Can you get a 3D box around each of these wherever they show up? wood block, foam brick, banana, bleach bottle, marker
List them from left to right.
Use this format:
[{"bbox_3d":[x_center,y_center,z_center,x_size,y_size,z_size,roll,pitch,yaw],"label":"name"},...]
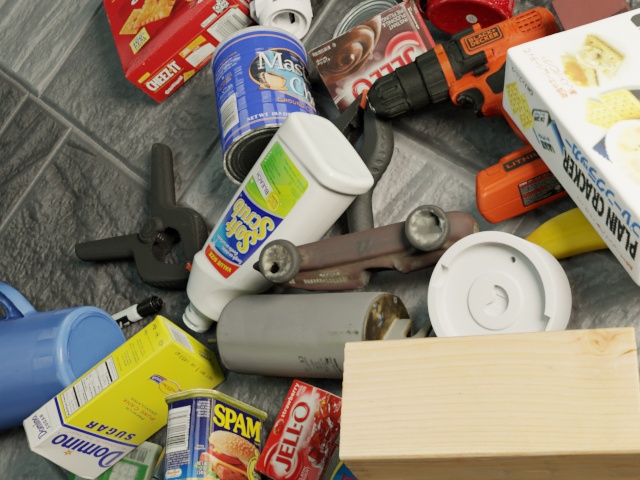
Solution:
[{"bbox_3d":[-0.220,0.088,1.165,0.121,0.020,0.020,-25,52,27],"label":"marker"},{"bbox_3d":[-0.057,0.001,1.023,0.251,0.067,0.103,-53,52,28],"label":"bleach bottle"},{"bbox_3d":[0.125,0.125,0.772,0.206,0.090,0.091,-5,61,16],"label":"wood block"},{"bbox_3d":[0.240,-0.178,0.902,0.053,0.078,0.051,-30,49,22],"label":"foam brick"},{"bbox_3d":[0.246,-0.001,0.824,0.198,0.037,0.069,14,73,43],"label":"banana"}]

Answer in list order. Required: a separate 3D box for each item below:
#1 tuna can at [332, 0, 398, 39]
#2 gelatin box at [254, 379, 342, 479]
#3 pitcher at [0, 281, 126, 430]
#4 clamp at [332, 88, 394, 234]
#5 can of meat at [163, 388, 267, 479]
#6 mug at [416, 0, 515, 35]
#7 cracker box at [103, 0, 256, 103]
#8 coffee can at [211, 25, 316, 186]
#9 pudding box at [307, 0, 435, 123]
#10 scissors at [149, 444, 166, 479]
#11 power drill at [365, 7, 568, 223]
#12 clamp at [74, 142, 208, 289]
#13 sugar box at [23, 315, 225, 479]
[{"bbox_3d":[0.055,-0.206,1.099,0.086,0.033,0.086,-20,55,30],"label":"tuna can"},{"bbox_3d":[-0.009,0.175,0.936,0.073,0.030,0.089,16,76,43],"label":"gelatin box"},{"bbox_3d":[-0.332,0.130,1.151,0.243,0.149,0.145,-13,50,30],"label":"pitcher"},{"bbox_3d":[0.032,-0.055,1.014,0.120,0.039,0.171,30,103,37],"label":"clamp"},{"bbox_3d":[-0.094,0.188,0.949,0.058,0.102,0.084,-16,59,30],"label":"can of meat"},{"bbox_3d":[0.137,-0.244,1.019,0.117,0.093,0.081,-6,67,45],"label":"mug"},{"bbox_3d":[-0.182,-0.297,1.318,0.164,0.072,0.214,-37,47,16],"label":"cracker box"},{"bbox_3d":[-0.056,-0.136,1.101,0.103,0.102,0.140,-28,51,24],"label":"coffee can"},{"bbox_3d":[0.058,-0.170,1.038,0.114,0.090,0.039,-22,13,31],"label":"pudding box"},{"bbox_3d":[-0.156,0.238,0.953,0.096,0.016,0.201,-62,3,17],"label":"scissors"},{"bbox_3d":[0.144,-0.108,0.932,0.184,0.057,0.188,-23,54,9],"label":"power drill"},{"bbox_3d":[-0.187,0.000,1.176,0.164,0.036,0.210,-48,46,6],"label":"clamp"},{"bbox_3d":[-0.190,0.156,1.037,0.176,0.093,0.048,-40,45,6],"label":"sugar box"}]
